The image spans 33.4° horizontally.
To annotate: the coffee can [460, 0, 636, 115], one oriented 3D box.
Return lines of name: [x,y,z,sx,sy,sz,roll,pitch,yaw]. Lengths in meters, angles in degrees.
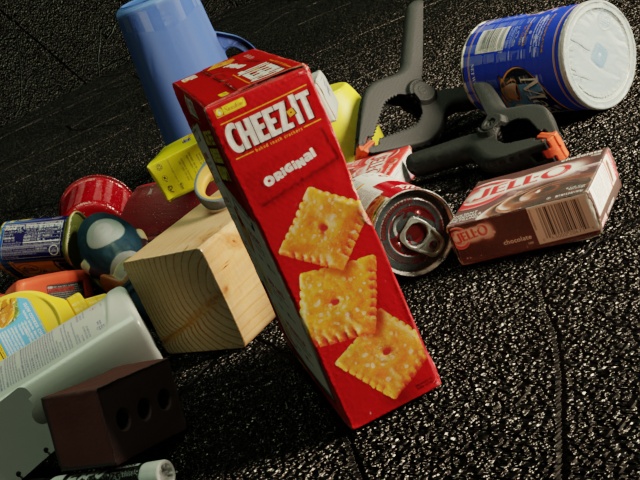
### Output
coffee can: [0.223,-0.176,1.055,0.102,0.103,0.141,-33,20,-29]

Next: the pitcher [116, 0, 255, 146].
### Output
pitcher: [-0.164,-0.215,1.414,0.145,0.243,0.149,-8,24,34]

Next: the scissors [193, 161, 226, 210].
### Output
scissors: [-0.094,-0.083,0.925,0.096,0.016,0.202,-40,40,-14]

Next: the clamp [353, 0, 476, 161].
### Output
clamp: [0.100,-0.161,1.138,0.209,0.165,0.036,-38,-15,-23]

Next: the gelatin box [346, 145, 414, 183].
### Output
gelatin box: [0.050,-0.059,1.048,0.073,0.030,0.089,-14,20,26]

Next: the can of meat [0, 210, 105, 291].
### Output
can of meat: [-0.269,0.015,1.087,0.084,0.102,0.057,-5,65,16]

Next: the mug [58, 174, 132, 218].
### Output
mug: [-0.262,-0.010,1.218,0.117,0.093,0.081,-52,19,12]

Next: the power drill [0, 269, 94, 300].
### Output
power drill: [-0.325,0.071,1.018,0.188,0.057,0.184,-8,2,30]

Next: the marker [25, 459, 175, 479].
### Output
marker: [-0.147,0.157,0.685,0.121,0.020,0.020,-14,20,28]

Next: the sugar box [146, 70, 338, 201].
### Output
sugar box: [-0.070,-0.100,0.998,0.176,0.048,0.093,-28,14,9]

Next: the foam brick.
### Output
foam brick: [-0.135,0.115,0.707,0.051,0.053,0.078,-14,3,30]

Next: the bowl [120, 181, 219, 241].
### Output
bowl: [-0.141,-0.037,1.111,0.162,0.055,0.162,-10,6,1]

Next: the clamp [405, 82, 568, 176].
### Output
clamp: [0.153,-0.090,0.984,0.120,0.039,0.172,-48,28,-3]

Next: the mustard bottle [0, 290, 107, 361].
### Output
mustard bottle: [-0.263,0.096,0.900,0.191,0.058,0.096,-28,60,-16]

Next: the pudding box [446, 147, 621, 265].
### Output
pudding box: [0.161,-0.026,0.801,0.114,0.039,0.089,-12,20,30]

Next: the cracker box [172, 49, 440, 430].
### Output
cracker box: [-0.013,-0.010,0.680,0.072,0.213,0.164,-25,18,-8]

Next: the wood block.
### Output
wood block: [-0.055,0.002,0.907,0.091,0.090,0.205,-9,23,38]

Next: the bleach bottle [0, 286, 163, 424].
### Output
bleach bottle: [-0.245,0.128,0.822,0.250,0.068,0.103,-28,19,-9]

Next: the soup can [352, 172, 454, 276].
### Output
soup can: [0.056,-0.015,0.853,0.068,0.068,0.102,-26,18,-10]
